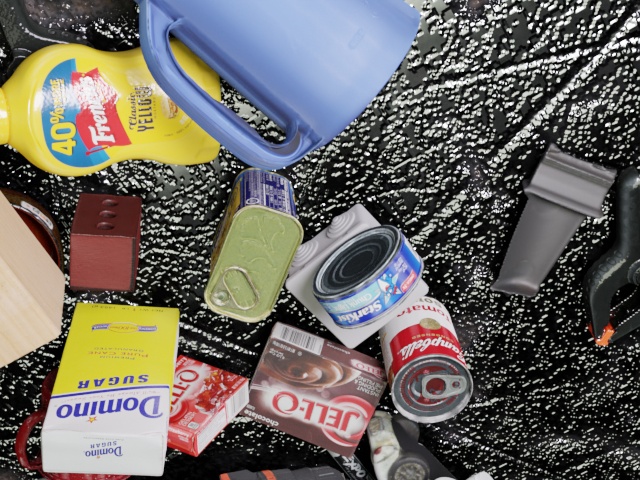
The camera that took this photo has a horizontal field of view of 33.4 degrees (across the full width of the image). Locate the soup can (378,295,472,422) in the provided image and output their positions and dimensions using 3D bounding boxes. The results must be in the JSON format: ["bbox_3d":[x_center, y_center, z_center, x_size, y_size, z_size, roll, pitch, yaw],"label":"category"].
[{"bbox_3d":[0.089,0.100,0.922,0.068,0.102,0.068,-2,118,-3],"label":"soup can"}]

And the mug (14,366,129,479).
[{"bbox_3d":[-0.213,0.161,0.933,0.117,0.093,0.081,-14,119,-39],"label":"mug"}]

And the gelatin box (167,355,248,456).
[{"bbox_3d":[-0.115,0.142,0.924,0.073,0.089,0.030,15,122,24],"label":"gelatin box"}]

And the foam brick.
[{"bbox_3d":[-0.174,0.001,0.867,0.053,0.078,0.051,3,117,-8],"label":"foam brick"}]

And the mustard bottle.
[{"bbox_3d":[-0.170,-0.097,0.788,0.191,0.058,0.096,-8,108,-25],"label":"mustard bottle"}]

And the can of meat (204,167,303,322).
[{"bbox_3d":[-0.056,0.001,0.871,0.057,0.084,0.102,17,115,-13],"label":"can of meat"}]

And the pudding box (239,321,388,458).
[{"bbox_3d":[-0.005,0.134,0.958,0.113,0.039,0.090,23,114,1],"label":"pudding box"}]

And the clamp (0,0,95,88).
[{"bbox_3d":[-0.238,-0.124,0.804,0.164,0.036,0.209,-47,119,1],"label":"clamp"}]

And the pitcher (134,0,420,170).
[{"bbox_3d":[-0.063,-0.175,0.750,0.242,0.149,0.145,37,113,-17],"label":"pitcher"}]

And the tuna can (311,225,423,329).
[{"bbox_3d":[0.036,0.027,0.834,0.086,0.086,0.033,-32,114,12],"label":"tuna can"}]

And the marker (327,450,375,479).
[{"bbox_3d":[0.027,0.213,1.023,0.020,0.020,0.121,-31,115,12],"label":"marker"}]

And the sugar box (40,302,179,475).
[{"bbox_3d":[-0.167,0.116,0.871,0.093,0.176,0.048,3,117,-6],"label":"sugar box"}]

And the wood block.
[{"bbox_3d":[-0.280,-0.008,0.769,0.090,0.091,0.206,-27,119,6],"label":"wood block"}]
